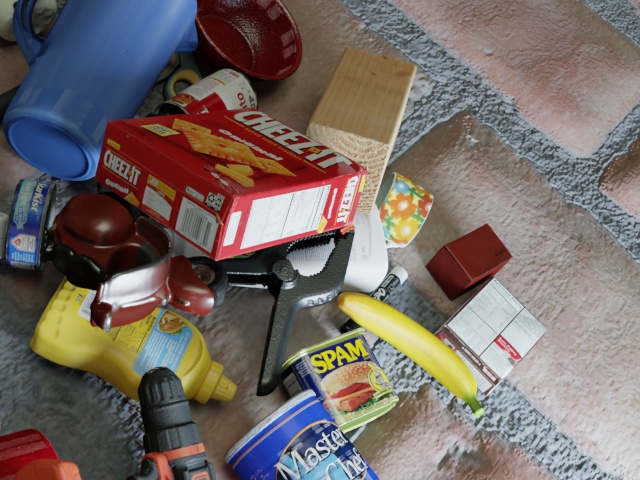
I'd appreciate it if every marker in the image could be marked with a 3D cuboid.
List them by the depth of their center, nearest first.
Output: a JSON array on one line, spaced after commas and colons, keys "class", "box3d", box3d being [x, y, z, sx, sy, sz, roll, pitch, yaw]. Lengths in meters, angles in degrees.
[{"class": "marker", "box3d": [0.058, 0.069, 1.164, 0.020, 0.020, 0.121, 41, 50, 5]}]

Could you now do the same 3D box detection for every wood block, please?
[{"class": "wood block", "box3d": [0.042, -0.129, 1.203, 0.090, 0.091, 0.206, 16, 35, 4]}]

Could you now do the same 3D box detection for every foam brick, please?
[{"class": "foam brick", "box3d": [0.171, 0.025, 1.231, 0.078, 0.051, 0.053, -24, 72, -36]}]

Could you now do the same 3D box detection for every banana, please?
[{"class": "banana", "box3d": [0.098, 0.108, 1.128, 0.197, 0.037, 0.069, 37, 6, -7]}]

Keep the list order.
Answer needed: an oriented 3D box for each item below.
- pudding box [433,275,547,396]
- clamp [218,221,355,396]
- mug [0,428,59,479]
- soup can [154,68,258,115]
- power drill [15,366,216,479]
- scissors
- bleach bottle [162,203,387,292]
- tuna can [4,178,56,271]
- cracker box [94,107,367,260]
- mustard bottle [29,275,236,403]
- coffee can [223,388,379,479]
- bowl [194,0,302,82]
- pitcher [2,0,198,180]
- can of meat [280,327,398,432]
[{"class": "pudding box", "box3d": [0.190, 0.105, 1.194, 0.090, 0.039, 0.113, 45, 48, 8]}, {"class": "clamp", "box3d": [-0.037, 0.049, 1.052, 0.209, 0.036, 0.164, -28, 73, -30]}, {"class": "mug", "box3d": [-0.255, 0.211, 0.863, 0.081, 0.093, 0.117, -13, 59, -38]}, {"class": "soup can", "box3d": [-0.126, -0.142, 1.187, 0.068, 0.069, 0.102, 45, 50, 8]}, {"class": "power drill", "box3d": [-0.158, 0.201, 0.876, 0.187, 0.057, 0.184, -1, 73, -57]}, {"class": "scissors", "box3d": [-0.144, -0.218, 1.265, 0.096, 0.016, 0.201, 45, 50, 6]}, {"class": "bleach bottle", "box3d": [-0.057, 0.001, 1.127, 0.250, 0.068, 0.102, 4, 56, -22]}, {"class": "tuna can", "box3d": [-0.274, -0.015, 1.011, 0.033, 0.086, 0.086, 9, 54, -9]}, {"class": "cracker box", "box3d": [-0.081, -0.064, 1.030, 0.164, 0.072, 0.213, 31, 27, 28]}, {"class": "mustard bottle", "box3d": [-0.167, 0.102, 1.003, 0.191, 0.058, 0.096, 27, 43, -7]}, {"class": "coffee can", "box3d": [-0.006, 0.222, 0.971, 0.102, 0.103, 0.140, -29, 74, -38]}, {"class": "bowl", "box3d": [-0.100, -0.245, 1.266, 0.161, 0.055, 0.162, 23, 49, -30]}, {"class": "pitcher", "box3d": [-0.241, -0.190, 1.115, 0.149, 0.145, 0.242, 11, 56, 15]}, {"class": "can of meat", "box3d": [0.018, 0.145, 1.066, 0.101, 0.058, 0.084, -16, 69, -37]}]
